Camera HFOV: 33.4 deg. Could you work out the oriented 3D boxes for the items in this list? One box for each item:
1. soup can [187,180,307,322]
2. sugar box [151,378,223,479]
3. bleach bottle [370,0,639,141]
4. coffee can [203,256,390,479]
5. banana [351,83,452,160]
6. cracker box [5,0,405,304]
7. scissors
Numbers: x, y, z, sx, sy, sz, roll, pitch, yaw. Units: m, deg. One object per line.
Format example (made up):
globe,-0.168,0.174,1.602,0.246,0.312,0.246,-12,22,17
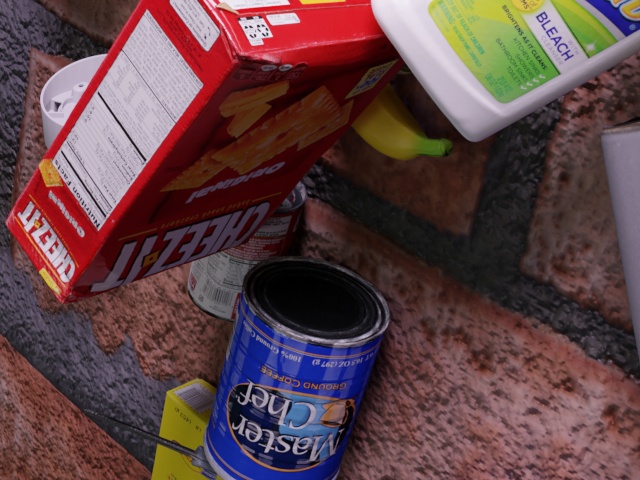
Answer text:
soup can,-0.055,0.001,0.777,0.069,0.068,0.102,38,126,30
sugar box,-0.100,0.213,0.901,0.093,0.048,0.176,33,123,32
bleach bottle,0.152,-0.149,0.499,0.251,0.068,0.102,-31,108,27
coffee can,-0.019,0.097,0.747,0.103,0.102,0.140,35,125,31
banana,0.023,-0.127,0.685,0.070,0.037,0.198,-36,76,41
cracker box,-0.058,-0.063,0.603,0.072,0.163,0.214,54,129,14
scissors,-0.074,0.167,0.803,0.202,0.096,0.016,22,84,11
